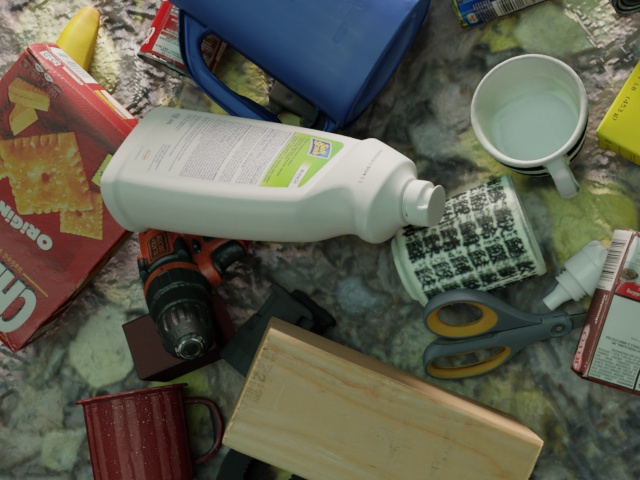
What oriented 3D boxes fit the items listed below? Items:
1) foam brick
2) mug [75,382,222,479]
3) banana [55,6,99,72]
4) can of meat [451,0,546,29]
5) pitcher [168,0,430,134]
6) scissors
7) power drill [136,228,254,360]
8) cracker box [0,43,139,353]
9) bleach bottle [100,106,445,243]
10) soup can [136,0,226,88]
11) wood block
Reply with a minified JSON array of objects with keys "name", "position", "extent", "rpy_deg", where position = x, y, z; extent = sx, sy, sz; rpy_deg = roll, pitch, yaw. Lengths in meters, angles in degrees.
[{"name":"foam brick","position":[-0.117,0.082,0.897],"extent":[0.078,0.053,0.051],"rpy_deg":[-23,75,13]},{"name":"mug","position":[-0.138,0.163,0.881],"extent":[0.117,0.093,0.081],"rpy_deg":[-7,82,-20]},{"name":"banana","position":[-0.222,-0.117,0.977],"extent":[0.069,0.037,0.198],"rpy_deg":[-10,80,-10]},{"name":"can of meat","position":[0.141,-0.230,0.861],"extent":[0.084,0.057,0.102],"rpy_deg":[-17,76,17]},{"name":"pitcher","position":[-0.046,-0.194,0.835],"extent":[0.243,0.145,0.149],"rpy_deg":[33,48,5]},{"name":"scissors","position":[0.164,0.053,0.798],"extent":[0.202,0.096,0.016],"rpy_deg":[-23,37,16]},{"name":"power drill","position":[-0.055,0.001,0.839],"extent":[0.187,0.057,0.184],"rpy_deg":[-28,34,1]},{"name":"cracker box","position":[-0.245,-0.036,0.915],"extent":[0.164,0.072,0.214],"rpy_deg":[44,102,-1]},{"name":"bleach bottle","position":[-0.033,-0.037,0.772],"extent":[0.251,0.068,0.102],"rpy_deg":[11,56,30]},{"name":"soup can","position":[-0.108,-0.192,0.931],"extent":[0.069,0.068,0.102],"rpy_deg":[25,89,20]},{"name":"wood block","position":[0.041,0.139,0.777],"extent":[0.206,0.091,0.090],"rpy_deg":[23,90,-3]}]
